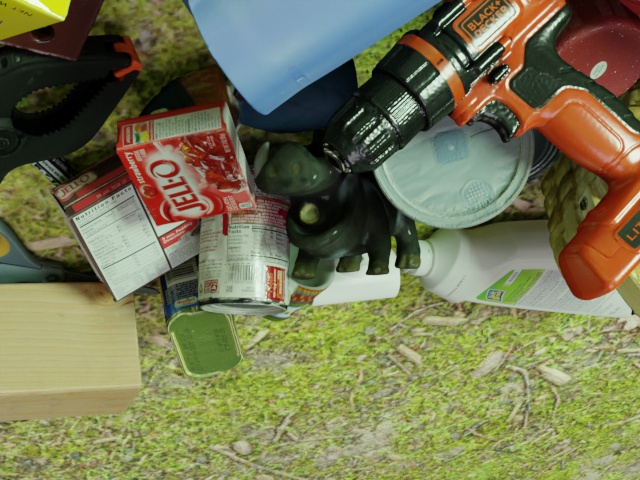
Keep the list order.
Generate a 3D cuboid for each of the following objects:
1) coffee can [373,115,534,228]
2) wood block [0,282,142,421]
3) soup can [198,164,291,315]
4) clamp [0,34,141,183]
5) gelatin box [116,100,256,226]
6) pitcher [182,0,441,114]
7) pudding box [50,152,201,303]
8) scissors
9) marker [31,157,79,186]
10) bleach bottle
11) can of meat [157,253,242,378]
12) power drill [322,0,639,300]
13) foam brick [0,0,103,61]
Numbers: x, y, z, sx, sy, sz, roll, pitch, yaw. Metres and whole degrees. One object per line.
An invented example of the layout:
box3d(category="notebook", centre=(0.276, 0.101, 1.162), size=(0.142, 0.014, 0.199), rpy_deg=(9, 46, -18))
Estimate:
box3d(category="coffee can", centre=(0.092, -0.062, 0.733), size=(0.103, 0.103, 0.140), rpy_deg=(-25, 179, 10))
box3d(category="wood block", centre=(-0.254, 0.090, 0.841), size=(0.205, 0.091, 0.090), rpy_deg=(-1, 157, -21))
box3d(category="soup can", centre=(-0.055, 0.001, 0.793), size=(0.068, 0.102, 0.068), rpy_deg=(1, 169, 0))
box3d(category="clamp", centre=(-0.209, -0.066, 0.687), size=(0.210, 0.036, 0.164), rpy_deg=(-24, 147, -4))
box3d(category="gelatin box", centre=(-0.088, -0.049, 0.712), size=(0.073, 0.030, 0.089), rpy_deg=(-10, 145, 5))
box3d(category="pitcher", centre=(0.037, -0.183, 0.606), size=(0.243, 0.149, 0.145), rpy_deg=(-28, 121, 9))
box3d(category="pudding box", centre=(-0.137, -0.016, 0.791), size=(0.090, 0.039, 0.113), rpy_deg=(-30, 142, -12))
box3d(category="scissors", centre=(-0.216, 0.014, 0.835), size=(0.201, 0.016, 0.096), rpy_deg=(1, 140, -22))
box3d(category="marker", centre=(-0.196, -0.059, 0.749), size=(0.020, 0.020, 0.121), rpy_deg=(-25, 142, 11))
box3d(category="bleach bottle", centre=(0.190, 0.018, 0.959), size=(0.250, 0.068, 0.103), rpy_deg=(5, 137, -23))
box3d(category="can of meat", centre=(-0.100, 0.052, 0.871), size=(0.057, 0.084, 0.102), rpy_deg=(-14, 142, -4))
box3d(category="power drill", centre=(0.118, -0.057, 0.622), size=(0.184, 0.187, 0.057), rpy_deg=(-44, -177, -11))
box3d(category="foam brick", centre=(-0.156, -0.153, 0.619), size=(0.052, 0.051, 0.078), rpy_deg=(9, 136, -30))
